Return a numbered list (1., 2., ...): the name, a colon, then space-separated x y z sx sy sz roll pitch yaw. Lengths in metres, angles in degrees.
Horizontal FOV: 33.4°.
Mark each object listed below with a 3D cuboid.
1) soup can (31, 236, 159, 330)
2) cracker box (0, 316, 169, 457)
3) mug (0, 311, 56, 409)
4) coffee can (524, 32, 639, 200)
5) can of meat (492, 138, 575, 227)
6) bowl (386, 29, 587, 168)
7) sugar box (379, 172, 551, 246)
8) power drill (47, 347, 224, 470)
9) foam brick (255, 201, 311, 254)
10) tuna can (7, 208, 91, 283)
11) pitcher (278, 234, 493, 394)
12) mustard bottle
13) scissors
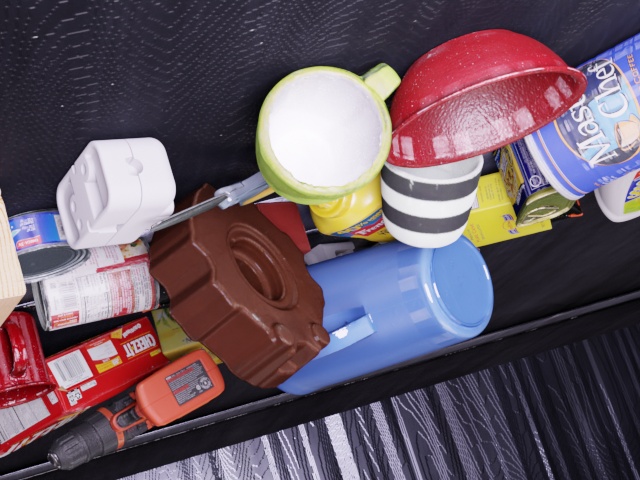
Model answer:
1. soup can: -0.203 0.039 0.959 0.102 0.068 0.069 -12 164 -22
2. cracker box: -0.307 0.180 1.275 0.214 0.072 0.163 -32 175 40
3. mug: -0.320 0.119 1.082 0.093 0.081 0.117 -10 163 -29
4. coffee can: 0.252 -0.109 0.892 0.141 0.103 0.102 -28 162 32
5. can of meat: 0.203 -0.069 1.013 0.057 0.084 0.102 -18 165 -3
6. bowl: 0.115 -0.113 0.808 0.162 0.055 0.162 -17 165 -5
7. sugar box: 0.148 -0.024 1.126 0.176 0.048 0.093 -17 153 13
8. power drill: -0.205 0.192 1.208 0.184 0.057 0.188 -29 179 -38
9. foam brick: -0.057 0.001 1.026 0.051 0.053 0.078 -3 160 -44
10. tuna can: -0.233 0.006 0.869 0.086 0.034 0.086 -17 165 -5
11. pitcher: 0.042 0.074 1.065 0.144 0.149 0.243 30 144 -35
12. mustard bottle: 0.045 -0.036 0.998 0.096 0.058 0.191 -26 163 29
13. scissors: -0.055 -0.045 0.832 0.096 0.016 0.201 -33 178 18
